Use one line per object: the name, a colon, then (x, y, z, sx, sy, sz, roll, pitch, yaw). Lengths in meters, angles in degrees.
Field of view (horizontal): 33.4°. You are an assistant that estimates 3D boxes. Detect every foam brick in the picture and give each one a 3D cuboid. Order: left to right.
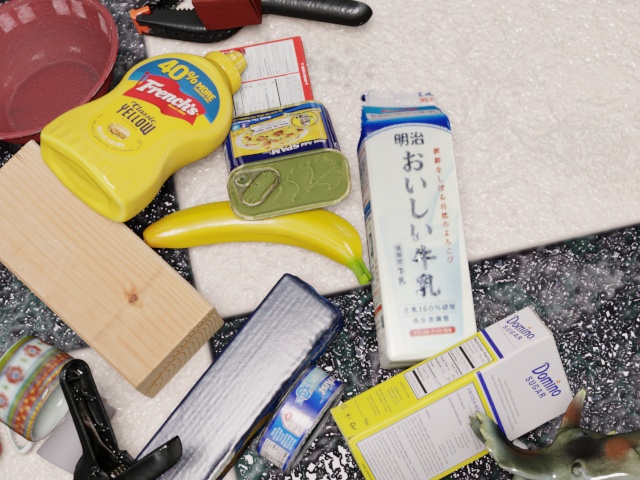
foam brick: (-0.081, -0.227, 0.912, 0.051, 0.053, 0.078, -6, 75, 7)

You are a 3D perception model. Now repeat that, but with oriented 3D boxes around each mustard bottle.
mustard bottle: (-0.129, -0.102, 0.875, 0.096, 0.058, 0.191, 38, 56, 13)

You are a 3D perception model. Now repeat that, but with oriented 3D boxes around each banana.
banana: (-0.048, -0.008, 0.906, 0.198, 0.037, 0.069, 8, 33, 9)

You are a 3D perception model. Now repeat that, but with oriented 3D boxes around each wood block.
wood block: (-0.189, 0.026, 0.885, 0.206, 0.090, 0.090, 42, 80, 9)

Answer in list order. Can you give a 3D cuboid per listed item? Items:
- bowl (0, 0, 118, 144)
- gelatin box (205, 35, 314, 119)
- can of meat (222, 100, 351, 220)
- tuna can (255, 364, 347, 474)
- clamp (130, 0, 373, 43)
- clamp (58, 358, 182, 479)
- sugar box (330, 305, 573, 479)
bowl: (-0.242, -0.139, 0.924, 0.162, 0.055, 0.162, -7, 58, 11)
gelatin box: (-0.054, -0.136, 0.948, 0.089, 0.030, 0.073, -11, 79, -2)
can of meat: (-0.032, -0.070, 0.902, 0.102, 0.057, 0.084, -11, 40, -3)
tuna can: (-0.016, 0.143, 0.858, 0.034, 0.086, 0.086, 33, 80, 9)
clamp: (-0.065, -0.224, 0.957, 0.210, 0.036, 0.165, -26, 66, -3)
clamp: (-0.151, 0.181, 0.817, 0.039, 0.171, 0.120, -28, 42, -37)
sugar box: (0.105, 0.131, 0.835, 0.176, 0.093, 0.048, -28, 38, -4)
